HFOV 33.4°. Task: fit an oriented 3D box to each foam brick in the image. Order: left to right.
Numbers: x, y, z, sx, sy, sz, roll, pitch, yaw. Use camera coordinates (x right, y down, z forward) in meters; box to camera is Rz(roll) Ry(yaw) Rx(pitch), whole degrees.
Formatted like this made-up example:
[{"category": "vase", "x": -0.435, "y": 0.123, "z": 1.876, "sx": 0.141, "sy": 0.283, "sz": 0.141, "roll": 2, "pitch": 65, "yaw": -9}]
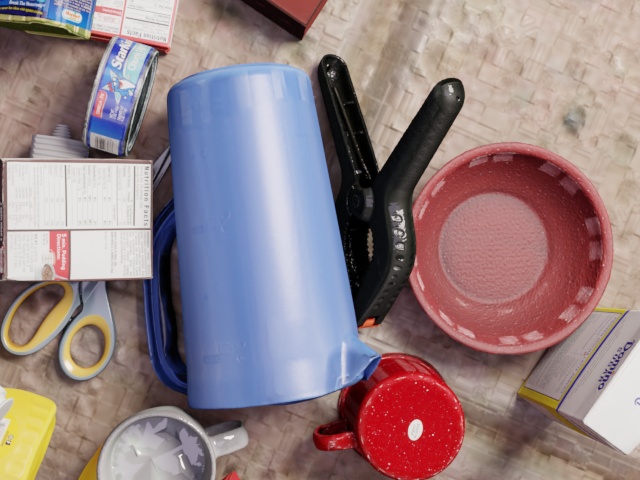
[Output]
[{"category": "foam brick", "x": -0.031, "y": -0.200, "z": 0.819, "sx": 0.078, "sy": 0.053, "sz": 0.051, "roll": 34, "pitch": 88, "yaw": -3}]

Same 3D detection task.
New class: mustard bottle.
[{"category": "mustard bottle", "x": -0.301, "y": 0.137, "z": 0.788, "sx": 0.191, "sy": 0.058, "sz": 0.096, "roll": 18, "pitch": 55, "yaw": -3}]

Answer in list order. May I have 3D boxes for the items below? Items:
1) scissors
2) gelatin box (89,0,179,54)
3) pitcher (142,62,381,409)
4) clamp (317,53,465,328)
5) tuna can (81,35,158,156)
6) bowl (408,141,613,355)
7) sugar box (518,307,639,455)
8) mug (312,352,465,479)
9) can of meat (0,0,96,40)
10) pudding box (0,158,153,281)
[{"category": "scissors", "x": -0.158, "y": 0.027, "z": 0.829, "sx": 0.201, "sy": 0.016, "sz": 0.096, "roll": -42, "pitch": 94, "yaw": -3}, {"category": "gelatin box", "x": -0.145, "y": -0.194, "z": 0.822, "sx": 0.073, "sy": 0.030, "sz": 0.089, "roll": 10, "pitch": 90, "yaw": -5}, {"category": "pitcher", "x": -0.055, "y": 0.001, "z": 0.789, "sx": 0.149, "sy": 0.145, "sz": 0.243, "roll": -7, "pitch": 87, "yaw": -16}, {"category": "clamp", "x": 0.036, "y": -0.038, "z": 0.806, "sx": 0.036, "sy": 0.165, "sz": 0.210, "roll": -4, "pitch": 113, "yaw": -31}, {"category": "tuna can", "x": -0.148, "y": -0.106, "z": 0.794, "sx": 0.033, "sy": 0.086, "sz": 0.086, "roll": 17, "pitch": 89, "yaw": -6}, {"category": "bowl", "x": 0.141, "y": 0.006, "z": 0.830, "sx": 0.162, "sy": 0.055, "sz": 0.162, "roll": 0, "pitch": 90, "yaw": -4}, {"category": "sugar box", "x": 0.206, "y": 0.096, "z": 0.775, "sx": 0.048, "sy": 0.176, "sz": 0.093, "roll": 37, "pitch": 87, "yaw": -4}, {"category": "mug", "x": 0.051, "y": 0.138, "z": 0.811, "sx": 0.117, "sy": 0.081, "sz": 0.093, "roll": -11, "pitch": 91, "yaw": -4}, {"category": "can of meat", "x": -0.208, "y": -0.197, "z": 0.788, "sx": 0.102, "sy": 0.057, "sz": 0.084, "roll": 12, "pitch": 92, "yaw": 31}, {"category": "pudding box", "x": -0.179, "y": -0.015, "z": 0.778, "sx": 0.113, "sy": 0.039, "sz": 0.090, "roll": -1, "pitch": 93, "yaw": -27}]
